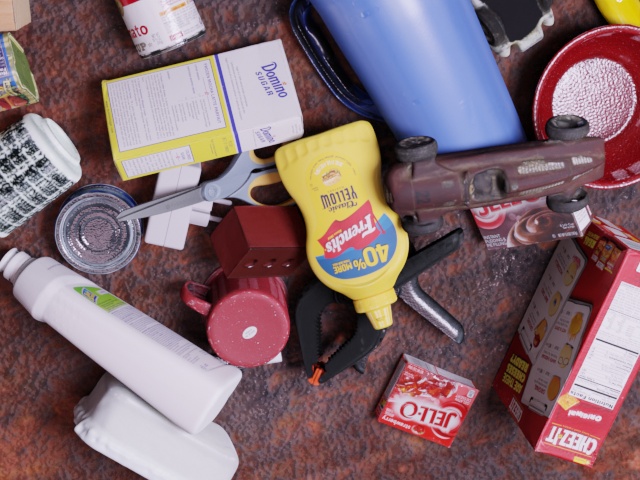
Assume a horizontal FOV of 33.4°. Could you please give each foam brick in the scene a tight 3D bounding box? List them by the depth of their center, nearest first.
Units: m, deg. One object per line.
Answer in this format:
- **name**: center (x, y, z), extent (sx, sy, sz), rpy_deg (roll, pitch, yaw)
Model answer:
- **foam brick**: center (-0.057, 0.001, 1.032), extent (0.078, 0.051, 0.053), rpy_deg (-1, 148, -37)

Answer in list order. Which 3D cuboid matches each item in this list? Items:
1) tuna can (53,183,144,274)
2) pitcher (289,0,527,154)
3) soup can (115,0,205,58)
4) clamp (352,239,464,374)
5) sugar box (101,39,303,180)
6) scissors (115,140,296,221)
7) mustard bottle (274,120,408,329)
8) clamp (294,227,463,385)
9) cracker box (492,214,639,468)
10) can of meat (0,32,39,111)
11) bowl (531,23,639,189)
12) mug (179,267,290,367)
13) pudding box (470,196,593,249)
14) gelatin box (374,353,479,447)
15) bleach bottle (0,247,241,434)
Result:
- **tuna can**: center (-0.216, -0.011, 1.044), extent (0.086, 0.034, 0.086), rpy_deg (-2, 106, -6)
- **pitcher**: center (0.088, -0.162, 0.992), extent (0.145, 0.149, 0.242), rpy_deg (-34, 114, -6)
- **soup can**: center (-0.154, -0.226, 0.973), extent (0.068, 0.068, 0.102), rpy_deg (-22, 107, 0)
- **clamp**: center (0.061, 0.054, 1.093), extent (0.120, 0.039, 0.171), rpy_deg (-28, 99, 2)
- **sugar box**: center (-0.110, -0.122, 0.998), extent (0.176, 0.048, 0.093), rpy_deg (-12, 65, -5)
- **scissors**: center (-0.097, -0.066, 1.010), extent (0.201, 0.016, 0.096), rpy_deg (-1, 99, -34)
- **mustard bottle**: center (0.030, -0.009, 1.002), extent (0.096, 0.058, 0.191), rpy_deg (-18, 93, 7)
- **clamp**: center (0.023, 0.042, 1.058), extent (0.164, 0.036, 0.210), rpy_deg (30, 104, 6)
- **cracker box**: center (0.262, 0.093, 1.062), extent (0.072, 0.164, 0.214), rpy_deg (19, 102, -10)
- **can of meat**: center (-0.307, -0.145, 0.960), extent (0.084, 0.102, 0.057), rpy_deg (-16, 88, -5)
- **bowl**: center (0.281, -0.134, 1.057), extent (0.162, 0.055, 0.162), rpy_deg (-2, 106, -6)
- **mug**: center (-0.084, 0.070, 1.057), extent (0.117, 0.081, 0.093), rpy_deg (25, 101, -13)
- **pudding box**: center (0.200, -0.043, 1.050), extent (0.114, 0.039, 0.090), rpy_deg (-11, 113, 41)
- **gelatin box**: center (0.113, 0.171, 1.136), extent (0.089, 0.030, 0.073), rpy_deg (23, 102, -12)
- **bleach bottle**: center (-0.200, 0.088, 1.034), extent (0.251, 0.102, 0.068), rpy_deg (34, 95, 6)
